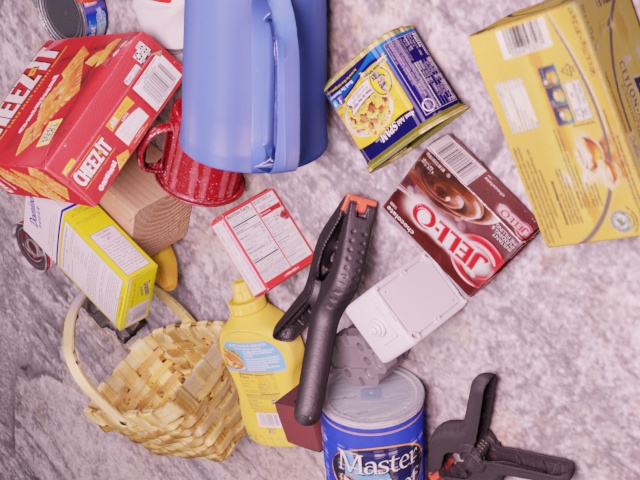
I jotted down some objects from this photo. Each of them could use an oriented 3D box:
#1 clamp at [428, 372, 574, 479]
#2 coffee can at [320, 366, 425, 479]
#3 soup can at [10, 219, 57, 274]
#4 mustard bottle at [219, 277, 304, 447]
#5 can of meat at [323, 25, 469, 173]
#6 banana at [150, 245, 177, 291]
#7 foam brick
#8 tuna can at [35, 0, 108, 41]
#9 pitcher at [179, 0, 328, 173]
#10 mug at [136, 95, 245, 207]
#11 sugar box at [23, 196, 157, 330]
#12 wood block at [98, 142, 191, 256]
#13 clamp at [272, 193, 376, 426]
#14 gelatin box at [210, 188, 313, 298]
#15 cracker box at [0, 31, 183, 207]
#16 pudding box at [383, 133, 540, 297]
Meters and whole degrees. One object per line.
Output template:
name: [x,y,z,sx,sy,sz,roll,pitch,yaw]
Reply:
clamp: [0.147,0.186,0.998,0.172,0.039,0.120,-32,89,51]
coffee can: [0.053,0.207,1.054,0.103,0.102,0.140,19,125,38]
soup can: [-0.315,-0.011,1.303,0.069,0.102,0.068,26,132,33]
mustard bottle: [-0.060,0.130,1.160,0.096,0.058,0.191,-4,112,35]
can of meat: [0.058,-0.116,0.877,0.084,0.057,0.102,59,141,3]
banana: [-0.230,-0.012,1.245,0.198,0.069,0.037,29,171,21]
foam brick: [0.001,0.174,1.113,0.053,0.078,0.051,4,119,45]
tuna can: [-0.268,-0.249,1.150,0.086,0.033,0.086,26,131,33]
pitcher: [-0.051,-0.182,0.889,0.149,0.144,0.243,18,125,23]
mug: [-0.122,-0.092,1.042,0.093,0.117,0.082,-117,33,-42]
sugar box: [-0.250,0.006,1.150,0.176,0.048,0.093,45,141,21]
wood block: [-0.246,-0.077,1.197,0.206,0.090,0.091,39,139,21]
clamp: [0.005,0.058,1.002,0.164,0.036,0.210,-106,34,-56]
gelatin box: [-0.057,0.001,1.062,0.089,0.073,0.030,58,141,0]
cracker box: [-0.248,-0.123,1.055,0.214,0.164,0.072,10,154,51]
pudding box: [0.117,-0.020,0.892,0.113,0.039,0.090,48,141,12]
